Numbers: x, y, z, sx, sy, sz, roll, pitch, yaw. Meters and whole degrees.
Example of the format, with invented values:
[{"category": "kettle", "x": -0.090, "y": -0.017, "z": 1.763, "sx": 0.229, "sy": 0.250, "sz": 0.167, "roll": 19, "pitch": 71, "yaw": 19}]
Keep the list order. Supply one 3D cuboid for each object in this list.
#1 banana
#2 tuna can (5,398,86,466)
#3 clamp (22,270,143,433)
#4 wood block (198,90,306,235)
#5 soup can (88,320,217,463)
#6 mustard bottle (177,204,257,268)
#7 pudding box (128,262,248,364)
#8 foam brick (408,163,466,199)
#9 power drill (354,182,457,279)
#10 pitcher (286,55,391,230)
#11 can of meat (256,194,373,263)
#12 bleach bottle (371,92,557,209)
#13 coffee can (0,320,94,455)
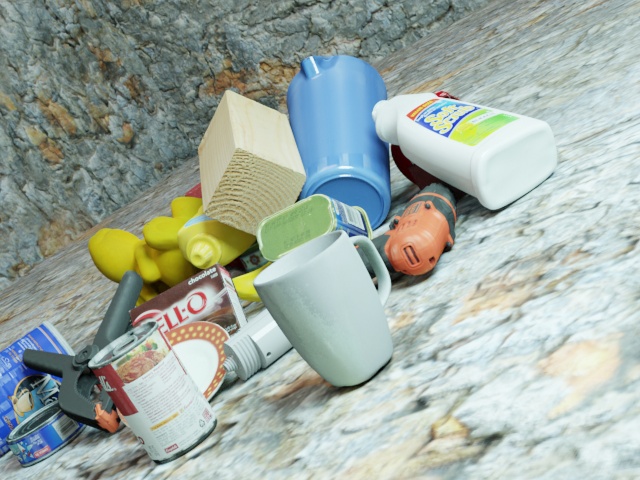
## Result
[{"category": "banana", "x": -0.049, "y": 0.018, "z": 1.233, "sx": 0.037, "sy": 0.069, "sz": 0.197, "roll": -29, "pitch": 10, "yaw": 40}, {"category": "tuna can", "x": -0.297, "y": 0.205, "z": 1.157, "sx": 0.086, "sy": 0.034, "sz": 0.086, "roll": -30, "pitch": 11, "yaw": 6}, {"category": "clamp", "x": -0.235, "y": 0.123, "z": 1.137, "sx": 0.164, "sy": 0.036, "sz": 0.210, "roll": -42, "pitch": 35, "yaw": -2}, {"category": "wood block", "x": -0.085, "y": -0.093, "z": 1.268, "sx": 0.091, "sy": 0.090, "sz": 0.206, "roll": -62, "pitch": 18, "yaw": 19}, {"category": "soup can", "x": -0.141, "y": 0.129, "z": 0.907, "sx": 0.068, "sy": 0.102, "sz": 0.068, "roll": -30, "pitch": 11, "yaw": 6}, {"category": "mustard bottle", "x": -0.119, "y": -0.011, "z": 1.286, "sx": 0.096, "sy": 0.058, "sz": 0.191, "roll": -7, "pitch": 18, "yaw": 14}, {"category": "pudding box", "x": -0.132, "y": 0.089, "z": 1.091, "sx": 0.113, "sy": 0.090, "sz": 0.039, "roll": -28, "pitch": -28, "yaw": 8}, {"category": "foam brick", "x": 0.149, "y": -0.081, "z": 1.193, "sx": 0.078, "sy": 0.053, "sz": 0.051, "roll": -35, "pitch": 12, "yaw": -23}, {"category": "power drill", "x": 0.046, "y": 0.010, "z": 1.053, "sx": 0.188, "sy": 0.057, "sz": 0.184, "roll": -28, "pitch": 8, "yaw": 22}, {"category": "pitcher", "x": 0.030, "y": -0.107, "z": 1.322, "sx": 0.243, "sy": 0.149, "sz": 0.145, "roll": -92, "pitch": 19, "yaw": -51}, {"category": "can of meat", "x": -0.007, "y": -0.006, "z": 1.165, "sx": 0.102, "sy": 0.057, "sz": 0.083, "roll": -26, "pitch": -23, "yaw": 23}, {"category": "bleach bottle", "x": 0.128, "y": -0.108, "z": 1.122, "sx": 0.102, "sy": 0.068, "sz": 0.251, "roll": -30, "pitch": 30, "yaw": -21}, {"category": "coffee can", "x": -0.354, "y": 0.175, "z": 1.260, "sx": 0.140, "sy": 0.103, "sz": 0.103, "roll": -35, "pitch": 12, "yaw": -20}]
